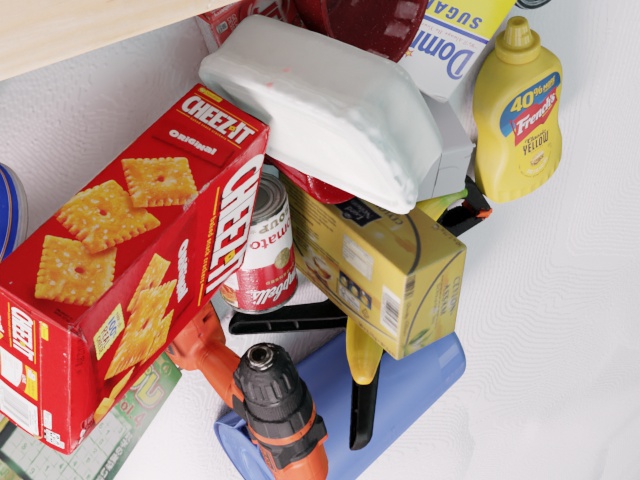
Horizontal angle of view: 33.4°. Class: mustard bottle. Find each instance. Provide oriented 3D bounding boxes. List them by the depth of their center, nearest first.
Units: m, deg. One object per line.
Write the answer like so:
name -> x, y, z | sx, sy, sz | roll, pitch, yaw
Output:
mustard bottle -> 0.187, -0.129, 1.012 | 0.096, 0.058, 0.191 | -32, 139, -18

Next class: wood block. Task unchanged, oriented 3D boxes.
wood block -> -0.131, -0.162, 0.571 | 0.205, 0.091, 0.090 | -23, 135, -20

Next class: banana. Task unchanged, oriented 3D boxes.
banana -> 0.062, 0.031, 0.957 | 0.037, 0.070, 0.198 | 28, 85, -24

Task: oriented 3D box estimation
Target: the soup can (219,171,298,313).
soup can -> -0.056, 0.001, 0.876 | 0.068, 0.069, 0.102 | -29, 138, -24

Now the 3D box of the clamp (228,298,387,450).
clamp -> 0.026, 0.072, 0.995 | 0.209, 0.164, 0.036 | -48, 173, -35

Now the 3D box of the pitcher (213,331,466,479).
pitcher -> 0.026, 0.167, 1.056 | 0.242, 0.145, 0.149 | -37, -176, -20

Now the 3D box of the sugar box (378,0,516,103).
sugar box -> 0.110, -0.207, 0.856 | 0.093, 0.048, 0.176 | 29, 97, -27

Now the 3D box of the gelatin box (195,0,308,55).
gelatin box -> -0.046, -0.150, 0.785 | 0.073, 0.030, 0.089 | -37, 141, -16

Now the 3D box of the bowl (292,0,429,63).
bowl -> 0.023, -0.201, 0.765 | 0.161, 0.055, 0.162 | -31, 129, -50

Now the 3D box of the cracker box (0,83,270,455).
cracker box -> -0.125, 0.021, 0.722 | 0.213, 0.072, 0.164 | -49, 165, -37

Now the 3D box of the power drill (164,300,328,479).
power drill -> -0.069, 0.101, 0.850 | 0.057, 0.188, 0.184 | -33, 141, -18

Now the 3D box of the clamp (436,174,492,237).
clamp -> 0.093, -0.024, 1.027 | 0.171, 0.039, 0.120 | 11, 120, -41
